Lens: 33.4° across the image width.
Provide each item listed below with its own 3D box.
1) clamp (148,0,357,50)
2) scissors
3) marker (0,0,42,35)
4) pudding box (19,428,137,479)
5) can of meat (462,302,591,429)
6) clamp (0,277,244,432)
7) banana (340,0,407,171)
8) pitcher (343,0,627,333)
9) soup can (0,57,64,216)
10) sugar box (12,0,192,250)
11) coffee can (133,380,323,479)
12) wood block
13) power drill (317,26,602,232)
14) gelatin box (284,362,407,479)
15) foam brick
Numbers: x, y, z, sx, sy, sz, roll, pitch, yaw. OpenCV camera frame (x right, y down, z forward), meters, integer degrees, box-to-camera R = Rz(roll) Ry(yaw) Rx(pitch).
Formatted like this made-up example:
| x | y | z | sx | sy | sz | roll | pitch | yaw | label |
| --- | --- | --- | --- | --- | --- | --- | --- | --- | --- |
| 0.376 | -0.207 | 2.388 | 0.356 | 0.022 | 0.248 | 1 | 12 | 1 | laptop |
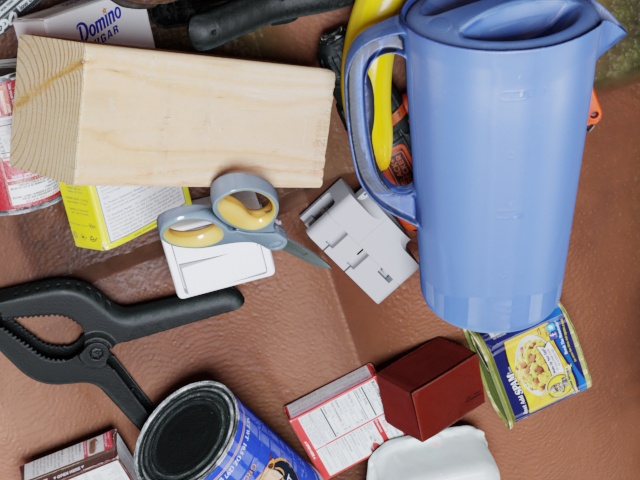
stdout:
| x | y | z | sx | sy | sz | roll | pitch | yaw | label |
| --- | --- | --- | --- | --- | --- | --- | --- | --- | --- |
| -0.034 | -0.171 | 0.765 | 0.171 | 0.120 | 0.039 | -16 | 121 | -8 | clamp |
| -0.055 | 0.001 | 0.794 | 0.096 | 0.016 | 0.201 | -17 | 157 | 5 | scissors |
| -0.234 | -0.153 | 0.760 | 0.121 | 0.020 | 0.020 | -47 | 114 | -18 | marker |
| -0.196 | 0.226 | 0.925 | 0.090 | 0.039 | 0.113 | -22 | 128 | -2 | pudding box |
| 0.183 | 0.103 | 0.944 | 0.084 | 0.057 | 0.102 | -24 | 114 | -2 | can of meat |
| -0.183 | 0.094 | 0.885 | 0.209 | 0.036 | 0.165 | 12 | 110 | -16 | clamp |
| 0.052 | -0.146 | 0.770 | 0.069 | 0.037 | 0.198 | 20 | 109 | -6 | banana |
| 0.114 | -0.056 | 0.763 | 0.144 | 0.149 | 0.243 | -33 | 133 | -36 | pitcher |
| -0.231 | -0.077 | 0.791 | 0.068 | 0.068 | 0.102 | -11 | 113 | -6 | soup can |
| -0.158 | -0.090 | 0.789 | 0.093 | 0.048 | 0.176 | -32 | 119 | -42 | sugar box |
| -0.073 | 0.197 | 0.893 | 0.103 | 0.103 | 0.140 | -36 | 128 | 5 | coffee can |
| -0.099 | -0.087 | 0.743 | 0.205 | 0.091 | 0.090 | -2 | 103 | -42 | wood block |
| 0.109 | -0.115 | 0.834 | 0.188 | 0.057 | 0.184 | -25 | 117 | 11 | power drill |
| 0.023 | 0.161 | 0.952 | 0.089 | 0.030 | 0.073 | -28 | 113 | -1 | gelatin box |
| 0.096 | 0.128 | 0.925 | 0.078 | 0.051 | 0.053 | -26 | 117 | -29 | foam brick |
